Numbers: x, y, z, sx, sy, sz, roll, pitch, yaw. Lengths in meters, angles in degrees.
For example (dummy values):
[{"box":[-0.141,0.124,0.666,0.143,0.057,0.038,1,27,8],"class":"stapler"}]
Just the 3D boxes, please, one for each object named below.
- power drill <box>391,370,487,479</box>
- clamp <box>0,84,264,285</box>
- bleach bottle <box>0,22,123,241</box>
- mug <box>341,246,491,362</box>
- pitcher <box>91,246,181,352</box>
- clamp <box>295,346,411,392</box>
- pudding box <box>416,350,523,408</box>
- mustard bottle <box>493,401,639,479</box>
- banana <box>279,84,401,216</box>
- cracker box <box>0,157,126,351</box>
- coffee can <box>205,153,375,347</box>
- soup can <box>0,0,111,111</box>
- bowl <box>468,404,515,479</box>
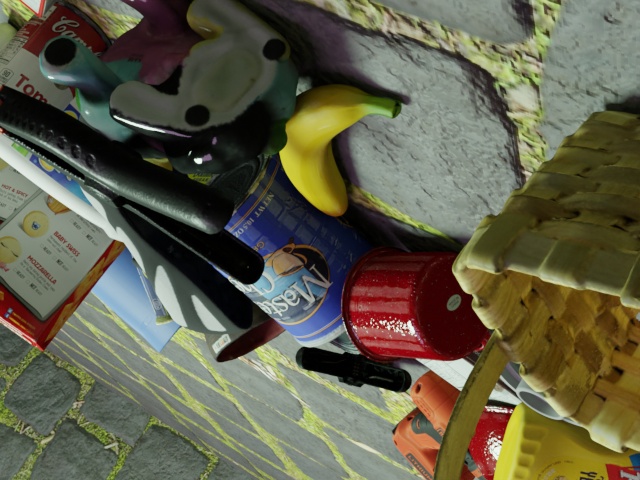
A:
[{"box":[0.153,0.225,1.123,0.184,0.057,0.188,50,160,9],"class":"power drill"},{"box":[-0.128,-0.042,0.682,0.210,0.036,0.164,31,169,4],"class":"clamp"},{"box":[-0.218,-0.083,0.984,0.250,0.102,0.068,37,178,-10],"class":"bleach bottle"},{"box":[0.085,0.056,0.823,0.117,0.093,0.082,37,159,-29],"class":"mug"},{"box":[-0.217,-0.007,1.163,0.243,0.149,0.145,39,177,-3],"class":"pitcher"},{"box":[0.045,0.141,1.152,0.120,0.039,0.171,19,177,12],"class":"clamp"},{"box":[0.133,0.105,0.937,0.113,0.039,0.090,37,162,-1],"class":"pudding box"},{"box":[0.243,0.193,0.861,0.191,0.096,0.058,11,-157,0],"class":"mustard bottle"},{"box":[0.001,-0.063,0.745,0.069,0.037,0.198,35,162,2],"class":"banana"},{"box":[-0.274,-0.026,1.045,0.164,0.213,0.072,35,164,2],"class":"cracker box"},{"box":[-0.030,0.005,0.867,0.140,0.102,0.103,43,161,-22],"class":"coffee can"},{"box":[-0.226,-0.136,0.862,0.068,0.102,0.068,32,162,12],"class":"soup can"},{"box":[0.197,0.197,0.957,0.162,0.055,0.162,16,163,5],"class":"bowl"}]
